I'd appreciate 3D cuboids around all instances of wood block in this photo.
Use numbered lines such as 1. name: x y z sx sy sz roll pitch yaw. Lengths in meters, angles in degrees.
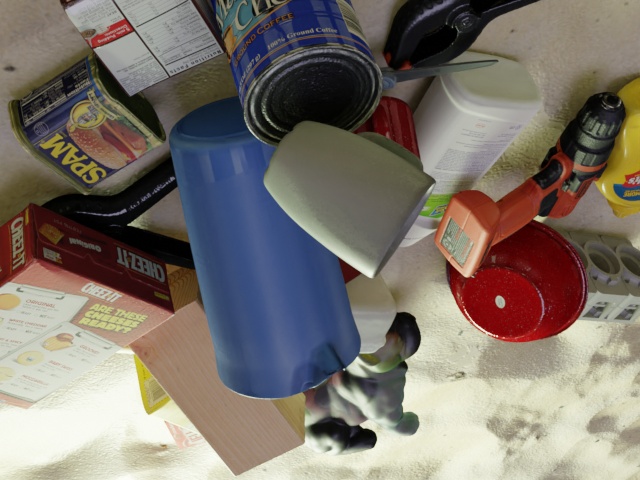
1. wood block: -0.106 0.134 1.115 0.091 0.090 0.206 -28 115 14

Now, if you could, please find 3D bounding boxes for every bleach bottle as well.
1. bleach bottle: 0.105 -0.069 1.029 0.102 0.068 0.251 3 142 -28

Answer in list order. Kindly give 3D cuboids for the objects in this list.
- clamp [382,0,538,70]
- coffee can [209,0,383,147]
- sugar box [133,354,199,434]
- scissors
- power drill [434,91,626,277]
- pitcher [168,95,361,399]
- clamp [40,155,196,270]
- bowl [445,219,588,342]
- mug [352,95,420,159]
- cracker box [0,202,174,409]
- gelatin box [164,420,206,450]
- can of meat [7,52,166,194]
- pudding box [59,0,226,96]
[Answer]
1. clamp: 0.127 -0.194 0.888 0.120 0.039 0.172 17 139 -33
2. coffee can: -0.022 -0.153 0.790 0.102 0.140 0.103 -12 145 -9
3. sugar box: -0.137 0.174 1.228 0.048 0.093 0.176 -33 143 21
4. scissors: 0.046 -0.128 0.923 0.201 0.016 0.096 1 152 -1
5. power drill: 0.207 -0.052 1.045 0.187 0.057 0.184 -29 156 -23
6. pitcher: -0.056 0.001 0.922 0.149 0.145 0.243 -4 118 16
7. clamp: -0.192 -0.019 0.990 0.209 0.036 0.165 -7 138 -15
8. bowl: 0.206 0.055 1.164 0.162 0.055 0.162 13 123 21
9. mug: 0.045 -0.077 0.916 0.093 0.081 0.117 -7 162 -3
10. cracker box: -0.269 0.068 0.982 0.214 0.072 0.164 -33 143 25
11. gelatin box: -0.155 0.227 1.345 0.073 0.030 0.089 -15 145 -3
12. can of meat: -0.188 -0.095 0.871 0.084 0.057 0.102 -30 144 12
13. pudding box: -0.134 -0.170 0.809 0.090 0.039 0.113 -24 146 7
